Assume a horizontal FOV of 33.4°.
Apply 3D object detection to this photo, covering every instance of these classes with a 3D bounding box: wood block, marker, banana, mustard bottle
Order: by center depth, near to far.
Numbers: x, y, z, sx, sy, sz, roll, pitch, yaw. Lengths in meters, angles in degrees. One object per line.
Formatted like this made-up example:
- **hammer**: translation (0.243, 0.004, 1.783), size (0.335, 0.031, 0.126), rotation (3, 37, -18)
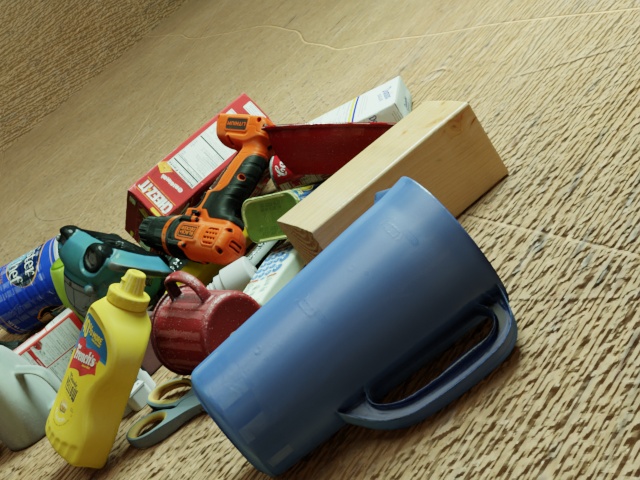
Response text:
- **mustard bottle**: translation (-0.210, 0.118, 1.042), size (0.096, 0.058, 0.192), rotation (39, 110, 56)
- **wood block**: translation (0.072, -0.044, 1.067), size (0.206, 0.090, 0.090), rotation (-40, 21, -14)
- **marker**: translation (-0.058, 0.002, 1.264), size (0.020, 0.020, 0.121), rotation (-8, 33, 49)
- **banana**: translation (-0.141, 0.049, 1.269), size (0.070, 0.037, 0.197), rotation (0, 37, 26)

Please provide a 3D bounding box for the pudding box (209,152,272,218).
- **pudding box**: translation (-0.097, -0.081, 1.385), size (0.090, 0.039, 0.113), rotation (-54, -9, -4)

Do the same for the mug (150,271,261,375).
- **mug**: translation (-0.111, 0.079, 1.045), size (0.082, 0.117, 0.093), rotation (-2, 31, 47)

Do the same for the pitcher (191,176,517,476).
- **pitcher**: translation (0.026, 0.078, 0.842), size (0.243, 0.145, 0.149), rotation (-40, 8, -4)

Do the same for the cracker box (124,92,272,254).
- **cracker box**: translation (-0.166, -0.084, 1.462), size (0.213, 0.072, 0.164), rotation (-43, -6, -20)

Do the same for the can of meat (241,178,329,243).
- **can of meat**: translation (-0.026, -0.032, 1.190), size (0.083, 0.057, 0.102), rotation (-16, 4, -43)

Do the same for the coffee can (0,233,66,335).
- **coffee can**: translation (-0.392, 0.061, 1.516), size (0.140, 0.102, 0.102), rotation (-27, 22, 20)

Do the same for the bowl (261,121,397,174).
- **bowl**: translation (0.015, -0.102, 1.194), size (0.162, 0.055, 0.162), rotation (-1, 4, 0)

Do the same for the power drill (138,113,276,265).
- **power drill**: translation (-0.127, -0.060, 1.278), size (0.185, 0.057, 0.187), rotation (11, 70, 46)

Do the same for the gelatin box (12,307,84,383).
- **gelatin box**: translation (-0.310, 0.136, 1.272), size (0.089, 0.073, 0.030), rotation (-40, 20, -11)

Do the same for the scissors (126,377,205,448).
- **scissors**: translation (-0.117, 0.164, 1.004), size (0.202, 0.016, 0.096), rotation (-4, 38, 53)

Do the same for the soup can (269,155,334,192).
- **soup can**: translation (-0.003, -0.094, 1.323), size (0.102, 0.068, 0.068), rotation (-15, 28, 40)

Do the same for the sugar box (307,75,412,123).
- **sugar box**: translation (0.035, -0.147, 1.413), size (0.176, 0.048, 0.093), rotation (-22, 25, 21)
